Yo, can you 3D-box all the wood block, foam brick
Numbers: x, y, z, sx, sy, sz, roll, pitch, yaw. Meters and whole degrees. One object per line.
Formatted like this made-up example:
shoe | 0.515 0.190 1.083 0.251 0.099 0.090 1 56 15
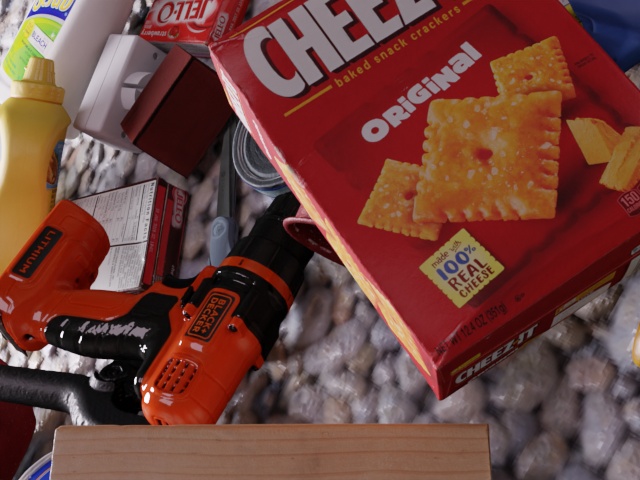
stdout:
wood block | -0.022 0.144 0.524 0.206 0.091 0.090 -1 65 2
foam brick | -0.103 -0.097 0.794 0.078 0.051 0.053 -54 29 7

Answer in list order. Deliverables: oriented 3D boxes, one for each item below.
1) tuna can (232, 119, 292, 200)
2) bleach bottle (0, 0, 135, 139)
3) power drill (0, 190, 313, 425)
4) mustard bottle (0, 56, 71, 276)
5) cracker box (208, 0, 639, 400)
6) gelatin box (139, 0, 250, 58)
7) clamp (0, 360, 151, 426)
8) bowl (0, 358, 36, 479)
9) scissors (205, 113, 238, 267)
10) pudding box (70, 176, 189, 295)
tuna can | -0.019 -0.069 0.728 0.086 0.033 0.086 -18 60 33
bleach bottle | -0.190 -0.215 0.886 0.103 0.067 0.251 44 111 45
power drill | -0.106 0.027 0.687 0.188 0.057 0.184 12 53 29
mustard bottle | -0.231 -0.048 0.836 0.096 0.058 0.191 -151 70 -79
cracker box | 0.066 -0.054 0.546 0.164 0.072 0.214 -32 68 -6
gelatin box | -0.098 -0.185 0.852 0.089 0.030 0.073 13 79 43
clamp | -0.146 0.102 0.700 0.120 0.039 0.172 -25 31 -24
bowl | -0.255 0.159 0.782 0.162 0.055 0.162 -52 17 23
scissors | -0.055 0.001 0.738 0.096 0.016 0.201 0 71 43
pudding box | -0.155 0.007 0.806 0.114 0.039 0.090 -9 63 35
